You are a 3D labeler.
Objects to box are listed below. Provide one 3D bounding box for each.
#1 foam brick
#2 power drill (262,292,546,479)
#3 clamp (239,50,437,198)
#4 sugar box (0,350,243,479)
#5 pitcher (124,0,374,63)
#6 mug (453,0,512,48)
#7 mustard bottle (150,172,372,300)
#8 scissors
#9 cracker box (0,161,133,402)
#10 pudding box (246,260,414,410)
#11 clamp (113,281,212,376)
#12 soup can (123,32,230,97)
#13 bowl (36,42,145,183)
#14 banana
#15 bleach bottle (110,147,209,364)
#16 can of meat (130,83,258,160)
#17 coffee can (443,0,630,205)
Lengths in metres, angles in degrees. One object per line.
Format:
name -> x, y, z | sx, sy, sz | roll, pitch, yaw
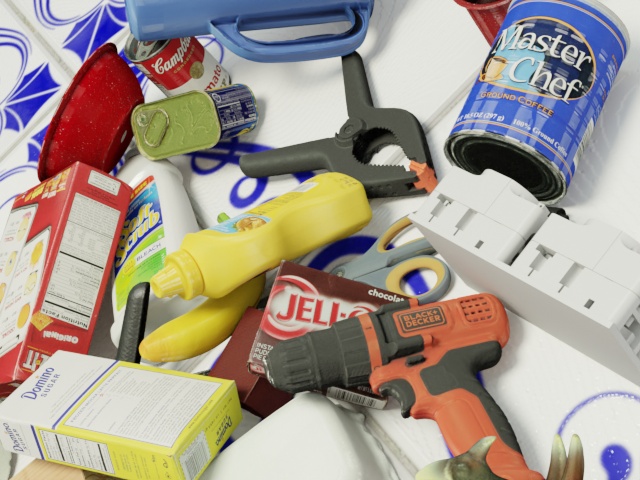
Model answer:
foam brick -> -0.048, 0.104, 0.885 | 0.053, 0.051, 0.078 | 18, 72, 42
power drill -> 0.065, 0.125, 0.742 | 0.184, 0.057, 0.188 | -13, 51, -6
clamp -> 0.036, -0.100, 0.981 | 0.210, 0.036, 0.164 | 24, 72, 44
sugar box -> -0.161, 0.140, 0.845 | 0.176, 0.048, 0.093 | 4, 31, 28
pitcher -> -0.071, -0.255, 1.038 | 0.242, 0.145, 0.149 | -10, 28, -7
mug -> 0.167, -0.221, 0.940 | 0.093, 0.081, 0.117 | -32, 46, 14
mustard bottle -> -0.056, 0.002, 0.889 | 0.191, 0.058, 0.096 | -25, 14, -29
scissors -> 0.030, 0.042, 0.899 | 0.202, 0.016, 0.096 | -32, 47, 16
cracker box -> -0.266, 0.047, 1.028 | 0.164, 0.072, 0.213 | -16, 56, 52
pudding box -> 0.008, 0.075, 0.837 | 0.113, 0.039, 0.090 | 17, 66, 2
clamp -> -0.165, 0.121, 0.929 | 0.171, 0.039, 0.120 | -39, 88, 7
soup can -> -0.150, -0.186, 1.132 | 0.069, 0.102, 0.068 | -19, 50, 24
bowl -> -0.224, -0.118, 1.088 | 0.055, 0.162, 0.162 | 27, 73, -1
banana -> -0.090, 0.050, 0.921 | 0.069, 0.037, 0.197 | 20, 37, 4
bleach bottle -> -0.168, -0.003, 1.044 | 0.103, 0.068, 0.251 | -38, 42, 14
can of meat -> -0.124, -0.121, 1.071 | 0.102, 0.057, 0.083 | -10, 9, 30
coffee can -> 0.172, -0.113, 0.845 | 0.103, 0.102, 0.140 | 12, 67, 41
